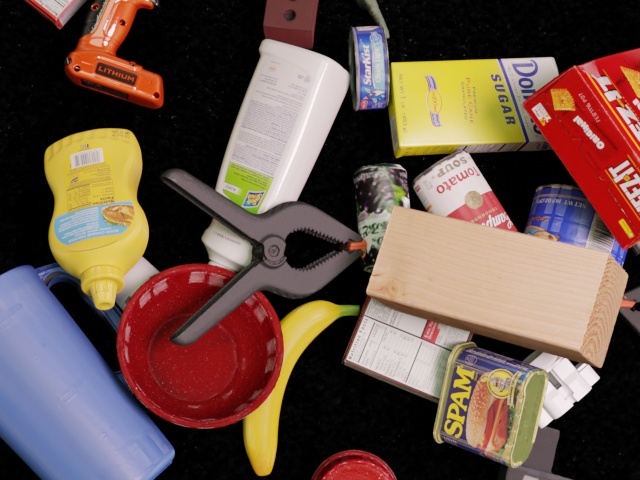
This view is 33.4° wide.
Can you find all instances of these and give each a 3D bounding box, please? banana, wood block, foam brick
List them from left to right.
[{"bbox_3d":[-0.035,0.134,1.068,0.069,0.037,0.198,29,82,6],"label":"banana"},{"bbox_3d":[-0.029,-0.249,1.125,0.053,0.051,0.078,7,81,1],"label":"foam brick"},{"bbox_3d":[0.161,0.041,0.975,0.206,0.090,0.091,14,81,30],"label":"wood block"}]

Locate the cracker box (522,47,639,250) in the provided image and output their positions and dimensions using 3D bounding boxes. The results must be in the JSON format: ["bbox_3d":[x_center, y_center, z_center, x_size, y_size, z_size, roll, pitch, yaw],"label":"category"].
[{"bbox_3d":[0.304,-0.097,1.025,0.072,0.213,0.164,-39,80,35],"label":"cracker box"}]

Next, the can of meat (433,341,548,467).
[{"bbox_3d":[0.164,0.159,1.027,0.084,0.057,0.102,16,100,34],"label":"can of meat"}]

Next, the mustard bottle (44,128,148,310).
[{"bbox_3d":[-0.219,-0.018,1.050,0.096,0.058,0.191,-12,58,0],"label":"mustard bottle"}]

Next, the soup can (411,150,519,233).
[{"bbox_3d":[0.146,-0.032,1.081,0.068,0.068,0.102,-30,81,-5],"label":"soup can"}]

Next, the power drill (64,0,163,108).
[{"bbox_3d":[-0.177,-0.237,1.113,0.184,0.057,0.187,16,83,-9],"label":"power drill"}]

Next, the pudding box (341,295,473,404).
[{"bbox_3d":[0.089,0.103,1.073,0.113,0.039,0.090,22,81,6],"label":"pudding box"}]

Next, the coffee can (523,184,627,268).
[{"bbox_3d":[0.244,0.028,1.052,0.103,0.103,0.140,18,81,3],"label":"coffee can"}]

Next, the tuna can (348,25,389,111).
[{"bbox_3d":[0.049,-0.177,1.096,0.033,0.086,0.086,-4,80,-2],"label":"tuna can"}]

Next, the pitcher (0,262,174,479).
[{"bbox_3d":[-0.248,0.145,1.027,0.149,0.145,0.243,-43,86,16],"label":"pitcher"}]

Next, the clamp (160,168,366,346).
[{"bbox_3d":[-0.057,0.001,1.025,0.209,0.036,0.164,-11,95,-23],"label":"clamp"}]

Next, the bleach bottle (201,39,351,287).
[{"bbox_3d":[-0.062,-0.073,1.086,0.103,0.068,0.251,23,87,33],"label":"bleach bottle"}]

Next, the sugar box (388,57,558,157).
[{"bbox_3d":[0.159,-0.138,1.102,0.176,0.048,0.093,-4,80,-5],"label":"sugar box"}]

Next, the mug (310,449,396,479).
[{"bbox_3d":[0.045,0.249,1.025,0.117,0.081,0.093,-1,80,0],"label":"mug"}]

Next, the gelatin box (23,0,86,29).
[{"bbox_3d":[-0.280,-0.283,1.142,0.073,0.030,0.089,38,82,5],"label":"gelatin box"}]

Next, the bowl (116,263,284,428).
[{"bbox_3d":[-0.119,0.107,1.035,0.162,0.055,0.162,6,68,-15],"label":"bowl"}]
